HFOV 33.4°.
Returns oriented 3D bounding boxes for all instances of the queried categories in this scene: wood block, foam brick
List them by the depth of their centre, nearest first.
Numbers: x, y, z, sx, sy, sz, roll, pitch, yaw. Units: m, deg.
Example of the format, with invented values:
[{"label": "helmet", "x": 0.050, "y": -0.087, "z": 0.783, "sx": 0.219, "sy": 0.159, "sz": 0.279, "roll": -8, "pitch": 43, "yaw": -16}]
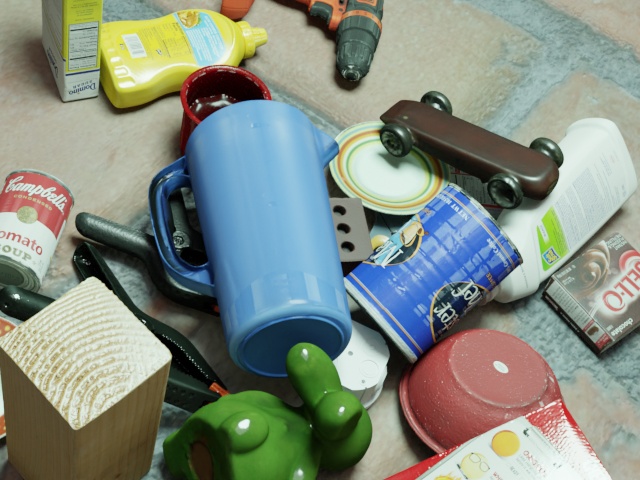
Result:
[{"label": "wood block", "x": -0.184, "y": 0.133, "z": 0.827, "sx": 0.091, "sy": 0.206, "sz": 0.090, "roll": 43, "pitch": 57, "yaw": 16}, {"label": "foam brick", "x": 0.018, "y": 0.002, "z": 1.061, "sx": 0.053, "sy": 0.051, "sz": 0.078, "roll": -2, "pitch": 56, "yaw": -15}]

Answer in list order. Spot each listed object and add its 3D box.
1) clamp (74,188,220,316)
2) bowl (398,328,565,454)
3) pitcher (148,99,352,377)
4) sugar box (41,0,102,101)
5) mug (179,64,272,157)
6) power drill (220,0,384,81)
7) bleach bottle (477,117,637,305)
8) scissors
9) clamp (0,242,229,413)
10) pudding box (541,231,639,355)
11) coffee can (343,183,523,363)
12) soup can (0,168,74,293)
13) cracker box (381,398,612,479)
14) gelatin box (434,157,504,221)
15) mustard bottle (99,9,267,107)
[{"label": "clamp", "x": -0.152, "y": 0.010, "z": 1.024, "sx": 0.120, "sy": 0.039, "sz": 0.171, "roll": -26, "pitch": 62, "yaw": -27}, {"label": "bowl", "x": 0.156, "y": 0.134, "z": 0.980, "sx": 0.162, "sy": 0.055, "sz": 0.162, "roll": 6, "pitch": 42, "yaw": -6}, {"label": "pitcher", "x": -0.056, "y": 0.001, "z": 0.971, "sx": 0.144, "sy": 0.149, "sz": 0.243, "roll": 24, "pitch": 39, "yaw": -37}, {"label": "sugar box", "x": -0.253, "y": -0.235, "z": 1.085, "sx": 0.048, "sy": 0.176, "sz": 0.093, "roll": -14, "pitch": 61, "yaw": -20}, {"label": "mug", "x": -0.105, "y": -0.111, "z": 1.092, "sx": 0.093, "sy": 0.082, "sz": 0.117, "roll": 20, "pitch": 54, "yaw": 1}, {"label": "power drill", "x": -0.018, "y": -0.271, "z": 1.241, "sx": 0.187, "sy": 0.057, "sz": 0.184, "roll": 15, "pitch": 50, "yaw": -6}, {"label": "bleach bottle", "x": 0.230, "y": -0.023, "z": 1.105, "sx": 0.250, "sy": 0.068, "sz": 0.102, "roll": -39, "pitch": 112, "yaw": -31}, {"label": "scissors", "x": 0.051, "y": -0.029, "z": 1.113, "sx": 0.096, "sy": 0.016, "sz": 0.202, "roll": -30, "pitch": 67, "yaw": -29}, {"label": "clamp", "x": -0.170, "y": 0.080, "z": 0.952, "sx": 0.210, "sy": 0.036, "sz": 0.164, "roll": 35, "pitch": 20, "yaw": -5}, {"label": "pudding box", "x": 0.297, "y": 0.053, "z": 1.099, "sx": 0.113, "sy": 0.039, "sz": 0.090, "roll": -30, "pitch": 68, "yaw": -29}, {"label": "coffee can", "x": 0.103, "y": 0.030, "z": 0.996, "sx": 0.140, "sy": 0.102, "sz": 0.103, "roll": -42, "pitch": 71, "yaw": -2}, {"label": "soup can", "x": -0.276, "y": -0.006, "z": 0.989, "sx": 0.068, "sy": 0.069, "sz": 0.102, "roll": 15, "pitch": 54, "yaw": -3}, {"label": "cracker box", "x": 0.139, "y": 0.249, "z": 0.857, "sx": 0.213, "sy": 0.072, "sz": 0.164, "roll": -24, "pitch": 52, "yaw": -4}, {"label": "gelatin box", "x": 0.166, "y": -0.059, "z": 1.153, "sx": 0.089, "sy": 0.030, "sz": 0.073, "roll": 5, "pitch": 56, "yaw": -9}, {"label": "mustard bottle", "x": -0.147, "y": -0.206, "z": 1.163, "sx": 0.191, "sy": 0.058, "sz": 0.096, "roll": -16, "pitch": 62, "yaw": -22}]
